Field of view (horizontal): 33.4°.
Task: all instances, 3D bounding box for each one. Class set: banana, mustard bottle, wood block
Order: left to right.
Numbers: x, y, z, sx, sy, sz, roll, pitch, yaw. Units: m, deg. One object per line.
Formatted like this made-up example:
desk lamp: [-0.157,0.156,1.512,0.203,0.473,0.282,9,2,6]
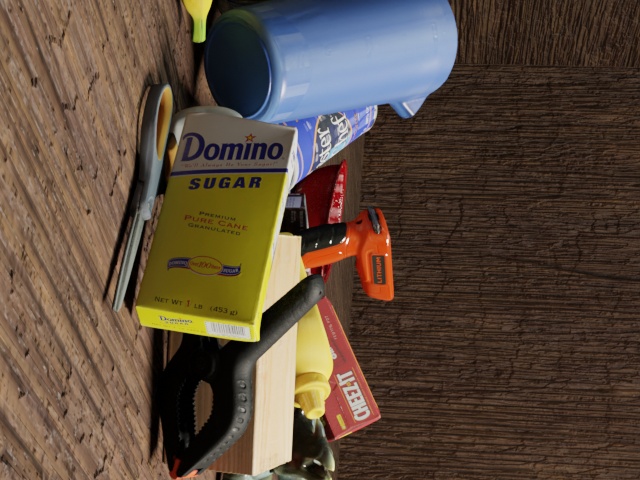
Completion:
banana: [-0.102,-0.274,0.932,0.070,0.037,0.198,123,-25,-66]
wood block: [-0.077,0.096,0.956,0.090,0.091,0.206,4,88,-69]
mustard bottle: [-0.030,0.090,1.043,0.096,0.058,0.192,113,-32,-42]

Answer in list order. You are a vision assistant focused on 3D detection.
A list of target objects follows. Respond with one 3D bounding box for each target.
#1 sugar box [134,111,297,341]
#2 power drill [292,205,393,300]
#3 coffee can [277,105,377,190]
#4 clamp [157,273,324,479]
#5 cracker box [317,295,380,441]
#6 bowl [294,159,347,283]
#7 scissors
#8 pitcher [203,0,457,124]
sugar box: [-0.078,-0.014,0.829,0.048,0.093,0.176,94,6,-66]
power drill: [-0.016,0.040,1.169,0.057,0.187,0.184,-105,-172,-51]
coffee can: [-0.021,-0.128,1.154,0.140,0.103,0.103,-39,143,-34]
clamp: [-0.093,0.093,0.885,0.036,0.165,0.210,8,107,-53]
cracker box: [-0.004,0.172,1.358,0.164,0.072,0.214,65,-15,9]
bowl: [-0.007,-0.028,1.363,0.162,0.055,0.162,11,89,-85]
scissors: [-0.131,-0.024,0.818,0.096,0.016,0.201,80,14,-66]
pitcher: [0.008,-0.194,1.031,0.242,0.149,0.145,-20,152,-42]
